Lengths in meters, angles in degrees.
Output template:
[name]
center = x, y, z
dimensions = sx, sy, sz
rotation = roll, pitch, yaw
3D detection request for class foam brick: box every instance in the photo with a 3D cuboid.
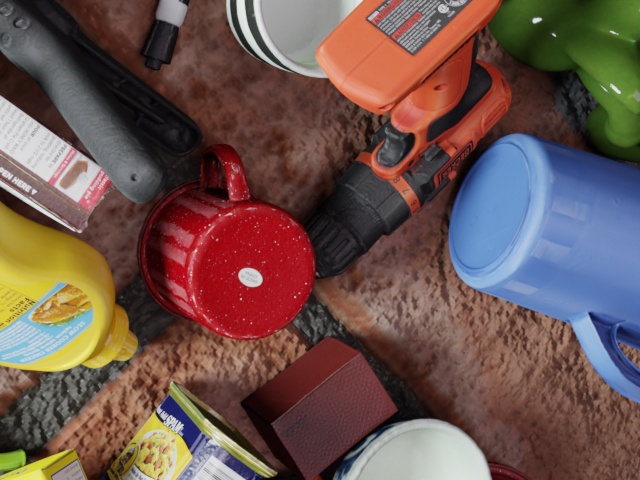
[foam brick]
center = -0.001, 0.109, 0.699
dimensions = 0.078, 0.051, 0.053
rotation = -36, 111, -16

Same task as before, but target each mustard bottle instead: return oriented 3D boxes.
[mustard bottle]
center = -0.170, 0.027, 0.581
dimensions = 0.096, 0.058, 0.191
rotation = -32, 140, 20

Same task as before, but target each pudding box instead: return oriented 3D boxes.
[pudding box]
center = -0.164, -0.049, 0.561
dimensions = 0.090, 0.114, 0.039
rotation = 36, 85, -27

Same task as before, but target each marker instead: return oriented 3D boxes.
[marker]
center = -0.081, -0.159, 0.633
dimensions = 0.020, 0.020, 0.121
rotation = 18, 91, -26

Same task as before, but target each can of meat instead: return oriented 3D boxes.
[can of meat]
center = -0.084, 0.143, 0.639
dimensions = 0.057, 0.102, 0.084
rotation = 42, 82, -25

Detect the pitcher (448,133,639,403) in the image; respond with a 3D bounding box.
[pitcher]
center = 0.214, 0.020, 0.739
dimensions = 0.242, 0.149, 0.145
rotation = 17, 110, -23

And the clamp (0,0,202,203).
[clamp]
center = -0.144, -0.106, 0.572
dimensions = 0.036, 0.164, 0.210
rotation = -44, 92, 8

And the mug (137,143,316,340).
[mug]
center = -0.054, 0.001, 0.638
dimensions = 0.093, 0.082, 0.117
rotation = -5, 101, -24

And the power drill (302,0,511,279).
[power drill]
center = 0.044, -0.071, 0.630
dimensions = 0.057, 0.187, 0.184
rotation = 39, 77, 17
